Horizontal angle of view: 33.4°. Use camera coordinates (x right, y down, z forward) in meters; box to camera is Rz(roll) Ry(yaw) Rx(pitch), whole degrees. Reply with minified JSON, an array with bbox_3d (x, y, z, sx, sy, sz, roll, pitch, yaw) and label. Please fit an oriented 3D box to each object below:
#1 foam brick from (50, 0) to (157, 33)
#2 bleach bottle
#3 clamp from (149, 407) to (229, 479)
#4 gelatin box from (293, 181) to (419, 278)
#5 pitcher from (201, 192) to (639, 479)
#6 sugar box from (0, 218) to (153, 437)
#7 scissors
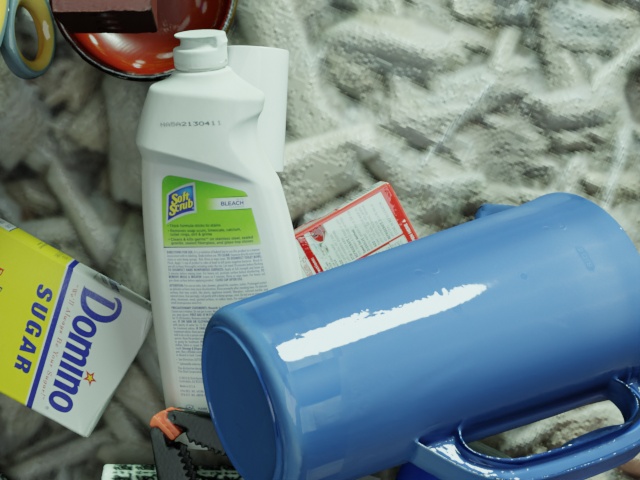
[{"bbox_3d":[-0.117,-0.144,0.584,0.053,0.078,0.051,-1,93,-5],"label":"foam brick"},{"bbox_3d":[-0.054,0.001,0.644,0.102,0.068,0.251,-3,109,-1],"label":"bleach bottle"},{"bbox_3d":[-0.028,0.185,0.621,0.210,0.036,0.164,39,87,5],"label":"clamp"},{"bbox_3d":[0.021,0.014,0.698,0.089,0.030,0.073,-30,98,-2],"label":"gelatin box"},{"bbox_3d":[0.066,0.067,0.604,0.242,0.149,0.145,-15,99,-27],"label":"pitcher"},{"bbox_3d":[-0.200,0.041,0.674,0.176,0.048,0.093,29,92,-5],"label":"sugar box"},{"bbox_3d":[-0.186,-0.188,0.663,0.016,0.096,0.201,-3,65,26],"label":"scissors"}]
